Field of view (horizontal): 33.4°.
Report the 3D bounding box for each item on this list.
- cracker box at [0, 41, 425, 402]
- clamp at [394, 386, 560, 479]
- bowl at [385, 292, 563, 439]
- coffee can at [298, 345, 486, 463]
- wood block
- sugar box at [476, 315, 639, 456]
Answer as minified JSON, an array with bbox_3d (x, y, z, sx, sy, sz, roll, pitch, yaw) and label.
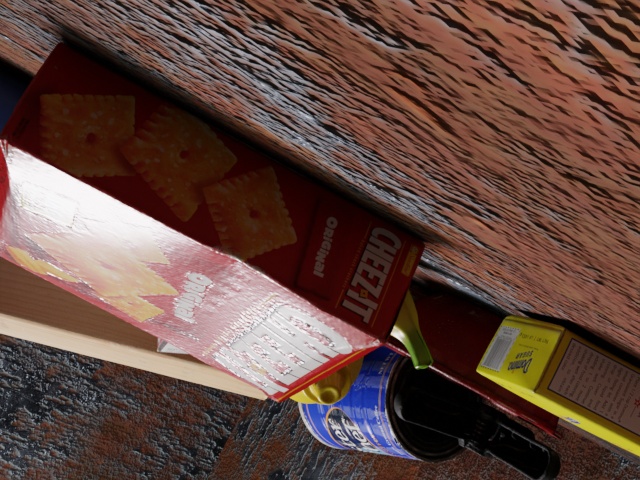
[{"bbox_3d":[-0.076,0.003,0.592,0.213,0.072,0.164,29,153,-10],"label":"cracker box"},{"bbox_3d":[0.113,0.138,0.800,0.120,0.039,0.171,29,177,6],"label":"clamp"},{"bbox_3d":[0.115,0.083,0.779,0.162,0.055,0.162,28,176,2],"label":"bowl"},{"bbox_3d":[0.059,0.135,0.924,0.102,0.102,0.141,30,161,-26],"label":"coffee can"},{"bbox_3d":[-0.125,0.043,0.775,0.206,0.091,0.090,15,163,-6],"label":"wood block"},{"bbox_3d":[0.187,0.103,0.622,0.176,0.048,0.093,30,176,-9],"label":"sugar box"}]
